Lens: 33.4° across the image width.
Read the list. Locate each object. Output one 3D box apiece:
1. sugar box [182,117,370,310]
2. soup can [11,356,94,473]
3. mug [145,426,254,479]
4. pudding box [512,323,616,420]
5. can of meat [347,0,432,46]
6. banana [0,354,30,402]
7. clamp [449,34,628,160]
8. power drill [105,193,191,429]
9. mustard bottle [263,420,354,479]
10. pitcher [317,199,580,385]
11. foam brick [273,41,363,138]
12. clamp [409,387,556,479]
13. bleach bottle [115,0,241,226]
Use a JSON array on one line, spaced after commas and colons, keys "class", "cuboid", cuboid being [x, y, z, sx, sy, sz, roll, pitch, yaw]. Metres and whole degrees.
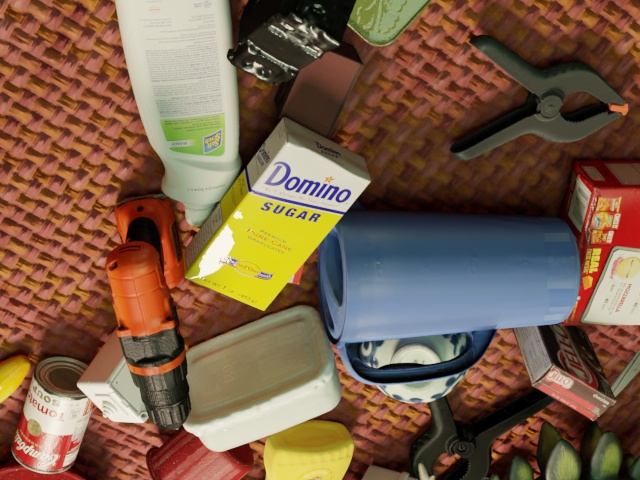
[{"class": "sugar box", "cuboid": [-0.043, -0.021, 0.980, 0.093, 0.048, 0.176, 24, 123, -27]}, {"class": "soup can", "cuboid": [-0.272, 0.179, 1.097, 0.068, 0.068, 0.102, 15, 117, -16]}, {"class": "mug", "cuboid": [-0.120, 0.238, 1.149, 0.081, 0.093, 0.117, -41, 148, 10]}, {"class": "pudding box", "cuboid": [0.251, 0.124, 1.113, 0.090, 0.113, 0.039, 31, 114, -23]}, {"class": "can of meat", "cuboid": [0.060, -0.225, 0.904, 0.057, 0.084, 0.102, 36, 109, -24]}, {"class": "banana", "cuboid": [-0.390, 0.161, 1.088, 0.197, 0.037, 0.069, -7, 121, -4]}, {"class": "clamp", "cuboid": [0.205, -0.140, 1.000, 0.171, 0.039, 0.120, -9, 125, -10]}, {"class": "power drill", "cuboid": [-0.152, 0.054, 0.975, 0.057, 0.188, 0.184, -9, 119, -5]}, {"class": "mustard bottle", "cuboid": [-0.025, 0.293, 1.202, 0.096, 0.058, 0.192, -4, 122, -24]}, {"class": "pitcher", "cuboid": [0.122, 0.042, 1.037, 0.242, 0.145, 0.149, -1, 125, -11]}, {"class": "foam brick", "cuboid": [-0.003, -0.142, 0.961, 0.051, 0.053, 0.078, 18, 114, -17]}, {"class": "clamp", "cuboid": [0.168, 0.220, 1.199, 0.164, 0.036, 0.210, 9, 117, -6]}, {"class": "bleach bottle", "cuboid": [-0.124, -0.125, 0.949, 0.102, 0.068, 0.251, -5, 122, -5]}]
